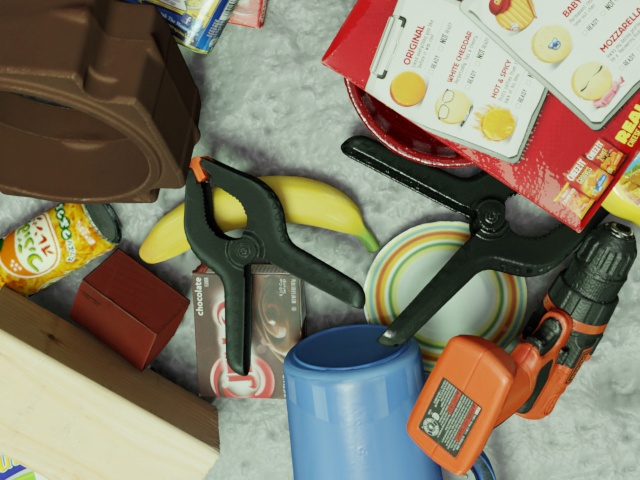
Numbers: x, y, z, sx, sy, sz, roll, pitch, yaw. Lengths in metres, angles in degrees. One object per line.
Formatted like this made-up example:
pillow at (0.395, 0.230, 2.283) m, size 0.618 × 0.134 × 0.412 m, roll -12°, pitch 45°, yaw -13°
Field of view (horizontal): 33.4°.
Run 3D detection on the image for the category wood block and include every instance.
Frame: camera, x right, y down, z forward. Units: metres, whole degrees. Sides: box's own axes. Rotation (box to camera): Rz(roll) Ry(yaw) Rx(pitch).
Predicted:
wood block at (-0.190, 0.135, 0.848) m, size 0.206 × 0.091 × 0.090 m, roll 33°, pitch 100°, yaw -14°

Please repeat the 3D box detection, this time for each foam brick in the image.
foam brick at (-0.155, 0.056, 0.867) m, size 0.078 × 0.051 × 0.053 m, roll 36°, pitch 133°, yaw 7°

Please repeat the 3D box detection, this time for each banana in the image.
banana at (-0.053, -0.017, 0.859) m, size 0.198 × 0.037 × 0.069 m, roll -2°, pitch 103°, yaw 7°

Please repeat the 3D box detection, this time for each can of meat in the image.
can of meat at (-0.103, -0.195, 0.775) m, size 0.102 × 0.057 × 0.084 m, roll 31°, pitch 110°, yaw -2°

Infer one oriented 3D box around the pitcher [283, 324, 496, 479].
pitcher at (0.049, 0.194, 0.854) m, size 0.145 × 0.148 × 0.243 m, roll 10°, pitch 114°, yaw 47°

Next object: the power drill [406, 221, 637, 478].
power drill at (0.153, 0.081, 0.781) m, size 0.057 × 0.187 × 0.185 m, roll 37°, pitch 124°, yaw 27°

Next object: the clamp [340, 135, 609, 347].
clamp at (0.124, -0.004, 0.819) m, size 0.210 × 0.036 × 0.164 m, roll -2°, pitch 80°, yaw -5°

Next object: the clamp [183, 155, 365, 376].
clamp at (-0.060, 0.017, 0.823) m, size 0.120 × 0.039 × 0.171 m, roll -39°, pitch 84°, yaw 4°

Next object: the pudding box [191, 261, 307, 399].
pudding box at (-0.057, 0.074, 0.884) m, size 0.090 × 0.039 × 0.113 m, roll 0°, pitch 105°, yaw 7°

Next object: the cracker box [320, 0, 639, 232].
cracker box at (0.135, -0.134, 0.729) m, size 0.213 × 0.072 × 0.164 m, roll 33°, pitch 104°, yaw 0°
